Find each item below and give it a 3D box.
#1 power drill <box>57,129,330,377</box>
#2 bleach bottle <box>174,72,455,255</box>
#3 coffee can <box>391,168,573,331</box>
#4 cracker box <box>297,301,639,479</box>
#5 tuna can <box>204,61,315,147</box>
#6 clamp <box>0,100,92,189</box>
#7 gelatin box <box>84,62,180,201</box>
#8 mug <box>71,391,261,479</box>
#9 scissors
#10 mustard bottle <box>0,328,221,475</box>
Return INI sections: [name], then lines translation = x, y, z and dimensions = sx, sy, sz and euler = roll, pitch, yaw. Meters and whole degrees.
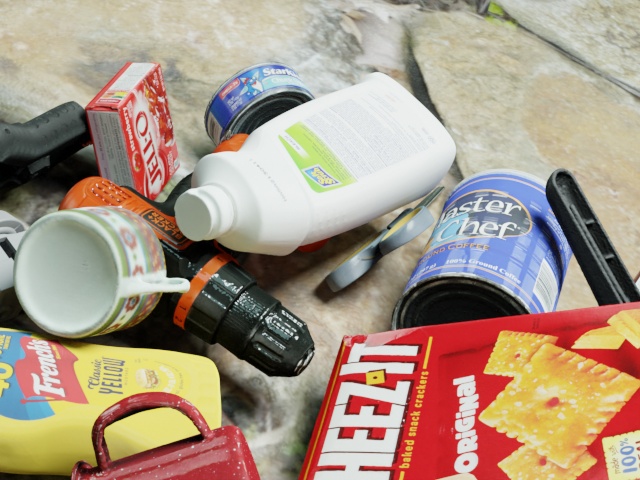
[power drill]
translation = -0.055, 0.001, 0.711
dimensions = 0.184, 0.057, 0.187
euler = 35, 29, 9
[bleach bottle]
translation = -0.009, -0.049, 0.710
dimensions = 0.103, 0.068, 0.250
euler = 44, 34, 17
[coffee can]
translation = 0.118, 0.027, 0.750
dimensions = 0.103, 0.103, 0.140
euler = 26, 39, 5
[cracker box]
translation = 0.102, 0.113, 0.581
dimensions = 0.214, 0.072, 0.164
euler = -8, 32, 21
[tuna can]
translation = -0.045, -0.094, 0.828
dimensions = 0.085, 0.086, 0.034
euler = -9, 50, -33
[clamp]
translation = -0.197, -0.060, 0.702
dimensions = 0.039, 0.120, 0.171
euler = 58, 38, -9
[gelatin box]
translation = -0.131, -0.072, 0.758
dimensions = 0.030, 0.089, 0.073
euler = 4, 34, 16
[mug]
translation = -0.070, 0.128, 0.517
dimensions = 0.081, 0.117, 0.093
euler = -18, 7, -3
[scissors]
translation = 0.074, -0.020, 0.803
dimensions = 0.016, 0.096, 0.201
euler = 54, 45, -3
[mustard bottle]
translation = -0.153, 0.088, 0.585
dimensions = 0.191, 0.058, 0.096
euler = 10, 28, -13
